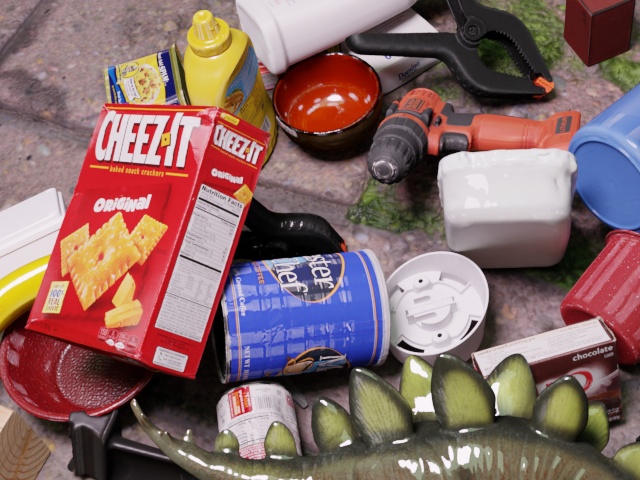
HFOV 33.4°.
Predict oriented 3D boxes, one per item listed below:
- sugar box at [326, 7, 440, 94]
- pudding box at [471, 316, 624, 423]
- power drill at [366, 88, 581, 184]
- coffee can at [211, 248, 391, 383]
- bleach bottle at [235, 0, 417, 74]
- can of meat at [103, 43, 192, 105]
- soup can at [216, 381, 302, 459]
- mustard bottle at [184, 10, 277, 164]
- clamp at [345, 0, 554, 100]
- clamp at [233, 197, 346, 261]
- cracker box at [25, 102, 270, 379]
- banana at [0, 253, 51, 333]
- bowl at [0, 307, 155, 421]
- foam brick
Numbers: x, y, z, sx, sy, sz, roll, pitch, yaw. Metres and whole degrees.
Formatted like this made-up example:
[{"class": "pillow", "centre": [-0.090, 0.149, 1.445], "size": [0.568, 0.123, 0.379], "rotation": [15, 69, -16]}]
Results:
[{"class": "sugar box", "centre": [0.046, -0.238, 1.173], "size": [0.093, 0.048, 0.176], "rotation": [-31, 59, -13]}, {"class": "pudding box", "centre": [0.185, 0.119, 0.869], "size": [0.113, 0.090, 0.039], "rotation": [-18, 35, -1]}, {"class": "power drill", "centre": [0.146, -0.091, 1.006], "size": [0.188, 0.057, 0.184], "rotation": [10, 30, 13]}, {"class": "coffee can", "centre": [-0.020, 0.065, 0.921], "size": [0.140, 0.103, 0.103], "rotation": [-5, 53, -13]}, {"class": "bleach bottle", "centre": [0.044, -0.257, 1.114], "size": [0.250, 0.068, 0.103], "rotation": [-23, 40, -11]}, {"class": "can of meat", "centre": [-0.184, -0.155, 1.156], "size": [0.084, 0.057, 0.102], "rotation": [-17, 54, 3]}, {"class": "soup can", "centre": [-0.049, 0.178, 0.892], "size": [0.068, 0.068, 0.102], "rotation": [-13, 54, 2]}, {"class": "mustard bottle", "centre": [-0.092, -0.151, 1.050], "size": [0.058, 0.191, 0.096], "rotation": [13, 59, 19]}, {"class": "clamp", "centre": [0.148, -0.217, 1.079], "size": [0.210, 0.036, 0.164], "rotation": [27, 78, -7]}, {"class": "clamp", "centre": [-0.057, 0.001, 0.993], "size": [0.120, 0.171, 0.039], "rotation": [-32, 48, 43]}, {"class": "cracker box", "centre": [-0.148, -0.006, 0.895], "size": [0.164, 0.072, 0.213], "rotation": [9, 78, 44]}, {"class": "banana", "centre": [-0.260, 0.053, 0.975], "size": [0.197, 0.037, 0.069], "rotation": [-38, 82, -12]}, {"class": "bowl", "centre": [-0.210, 0.104, 0.983], "size": [0.162, 0.055, 0.162], "rotation": [-6, 55, 8]}, {"class": "foam brick", "centre": [0.286, -0.229, 1.098], "size": [0.051, 0.078, 0.053], "rotation": [-23, 57, -5]}]
